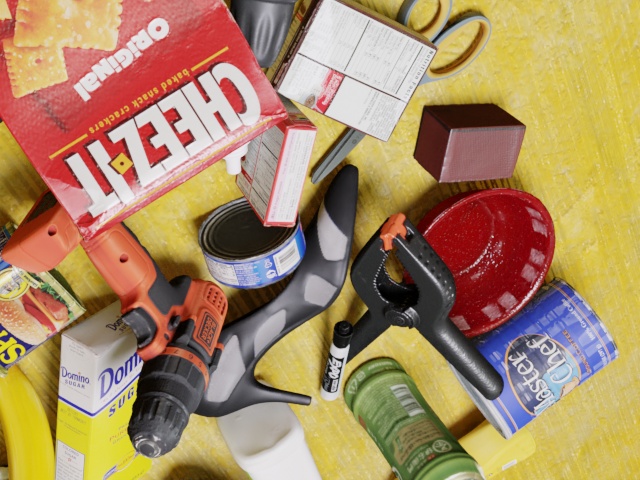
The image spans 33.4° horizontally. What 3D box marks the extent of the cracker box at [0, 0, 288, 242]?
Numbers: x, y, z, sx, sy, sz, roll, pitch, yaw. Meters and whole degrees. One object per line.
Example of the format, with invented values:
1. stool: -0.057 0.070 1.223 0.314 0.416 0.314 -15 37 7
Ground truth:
1. cracker box: -0.146 -0.131 0.710 0.164 0.072 0.213 -33 101 -5

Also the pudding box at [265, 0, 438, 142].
1. pudding box: 0.025 -0.140 0.852 0.113 0.039 0.090 21 108 -26

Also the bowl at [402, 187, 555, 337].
1. bowl: 0.138 0.011 1.002 0.162 0.055 0.162 -13 124 -19

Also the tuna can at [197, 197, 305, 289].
1. tuna can: -0.056 0.001 0.880 0.086 0.086 0.034 -23 128 -12

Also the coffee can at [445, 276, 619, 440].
1. coffee can: 0.212 0.118 1.076 0.140 0.103 0.102 -36 129 -2

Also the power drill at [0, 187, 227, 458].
1. power drill: -0.150 0.049 0.802 0.057 0.184 0.187 -28 116 23

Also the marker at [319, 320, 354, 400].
1. marker: 0.015 0.113 1.001 0.020 0.020 0.121 -14 145 -18

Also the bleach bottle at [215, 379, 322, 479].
1. bleach bottle: -0.021 0.252 1.043 0.068 0.103 0.250 -30 127 -9

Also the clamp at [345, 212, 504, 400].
1. clamp: 0.086 0.063 0.937 0.210 0.165 0.036 85 27 -47

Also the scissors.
1. scissors: 0.054 -0.138 0.893 0.201 0.016 0.096 -36 127 -2

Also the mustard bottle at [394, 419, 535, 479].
1. mustard bottle: 0.137 0.253 1.145 0.191 0.058 0.096 -33 160 -3

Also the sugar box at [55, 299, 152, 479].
1. sugar box: -0.178 0.140 0.907 0.093 0.048 0.176 -35 144 -52

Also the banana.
1. banana: -0.249 0.196 0.870 0.069 0.037 0.198 17 70 -38

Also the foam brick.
1. foam brick: 0.130 -0.087 0.940 0.078 0.053 0.051 -5 121 -23

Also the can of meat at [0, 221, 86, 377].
1. can of meat: -0.243 0.045 0.826 0.084 0.057 0.102 -37 139 -5

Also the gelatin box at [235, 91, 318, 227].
1. gelatin box: -0.036 -0.066 0.855 0.030 0.073 0.089 0 119 -26
